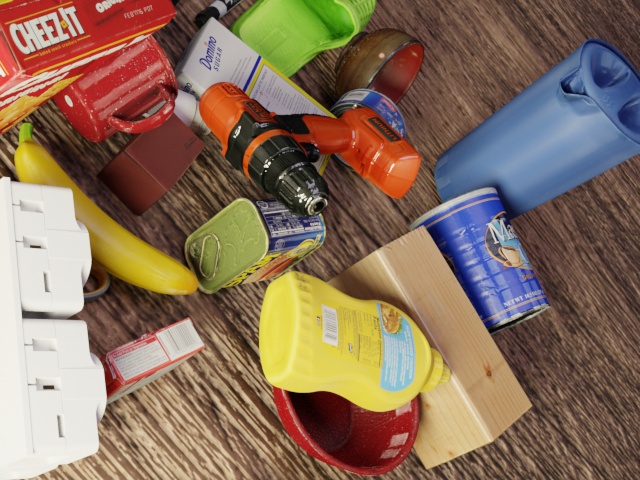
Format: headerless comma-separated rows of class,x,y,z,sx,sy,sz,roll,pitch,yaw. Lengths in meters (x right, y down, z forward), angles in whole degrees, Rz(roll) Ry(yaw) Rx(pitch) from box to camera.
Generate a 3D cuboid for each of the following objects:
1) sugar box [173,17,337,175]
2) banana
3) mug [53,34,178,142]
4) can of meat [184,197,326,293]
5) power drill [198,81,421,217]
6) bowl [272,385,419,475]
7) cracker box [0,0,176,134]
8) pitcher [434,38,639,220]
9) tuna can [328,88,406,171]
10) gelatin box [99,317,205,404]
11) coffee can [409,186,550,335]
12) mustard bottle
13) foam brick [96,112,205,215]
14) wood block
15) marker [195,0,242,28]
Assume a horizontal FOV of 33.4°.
sugar box,-0.065,-0.133,1.068,0.176,0.048,0.093,36,47,-17
banana,-0.180,-0.016,0.863,0.197,0.037,0.069,46,39,-10
mug,-0.174,-0.130,0.907,0.081,0.093,0.117,-38,63,-21
can of meat,-0.056,0.001,0.946,0.083,0.102,0.057,-9,71,-48
power drill,0.001,-0.079,0.975,0.187,0.057,0.185,3,35,-42
bowl,0.012,0.138,0.956,0.161,0.055,0.162,23,50,-32
cracker box,-0.231,-0.127,0.775,0.163,0.214,0.072,-39,103,-50
pitcher,0.254,-0.105,1.201,0.149,0.243,0.144,45,42,-13
tuna can,0.045,-0.115,1.130,0.086,0.086,0.033,49,43,-7
gelatin box,-0.144,0.097,0.820,0.089,0.073,0.030,-22,80,-48
coffee can,0.170,0.028,1.142,0.102,0.103,0.140,-11,73,-47
mustard bottle,0.039,0.096,0.920,0.191,0.058,0.096,20,54,-33
foam brick,-0.149,-0.070,0.942,0.053,0.051,0.078,46,42,-12
wood block,0.103,0.102,1.040,0.090,0.090,0.206,-25,83,-50
marker,-0.098,-0.254,1.134,0.020,0.020,0.121,47,41,-9
